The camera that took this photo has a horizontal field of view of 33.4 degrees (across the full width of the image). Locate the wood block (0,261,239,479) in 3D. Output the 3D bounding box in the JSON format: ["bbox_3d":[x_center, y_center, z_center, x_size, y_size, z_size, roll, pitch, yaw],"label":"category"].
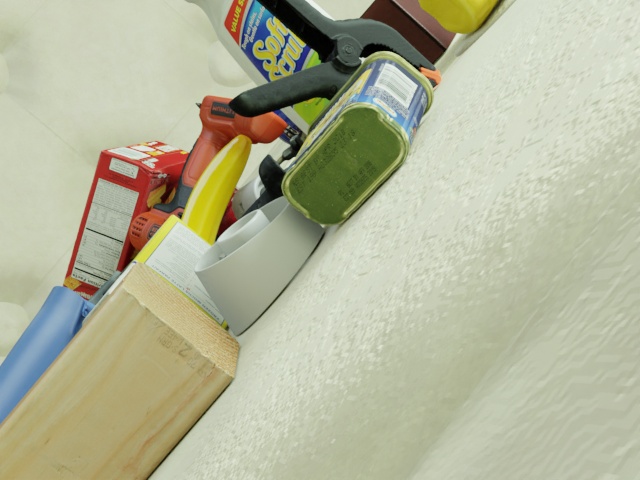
[{"bbox_3d":[-0.152,0.124,0.683,0.206,0.090,0.091,-49,8,6],"label":"wood block"}]

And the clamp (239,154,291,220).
[{"bbox_3d":[-0.012,-0.051,0.895,0.164,0.036,0.210,-36,-9,-29],"label":"clamp"}]

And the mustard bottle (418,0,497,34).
[{"bbox_3d":[0.161,-0.257,0.864,0.191,0.058,0.096,-50,6,-2],"label":"mustard bottle"}]

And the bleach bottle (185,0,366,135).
[{"bbox_3d":[-0.045,-0.186,0.987,0.103,0.251,0.068,-47,7,23],"label":"bleach bottle"}]

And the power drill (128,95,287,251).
[{"bbox_3d":[-0.108,-0.053,1.100,0.185,0.057,0.187,18,79,46],"label":"power drill"}]

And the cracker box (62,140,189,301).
[{"bbox_3d":[-0.222,-0.002,1.245,0.164,0.072,0.214,-36,-35,-75],"label":"cracker box"}]

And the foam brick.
[{"bbox_3d":[0.078,-0.193,0.975,0.051,0.078,0.053,-45,6,37],"label":"foam brick"}]

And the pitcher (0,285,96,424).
[{"bbox_3d":[-0.260,0.176,0.987,0.145,0.149,0.242,12,60,47],"label":"pitcher"}]

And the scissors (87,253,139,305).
[{"bbox_3d":[-0.211,0.044,1.104,0.202,0.016,0.096,-45,4,8],"label":"scissors"}]

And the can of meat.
[{"bbox_3d":[0.025,-0.068,0.727,0.102,0.057,0.083,-46,10,33],"label":"can of meat"}]

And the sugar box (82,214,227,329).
[{"bbox_3d":[-0.118,0.049,0.855,0.048,0.093,0.176,-48,7,23],"label":"sugar box"}]

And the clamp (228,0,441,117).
[{"bbox_3d":[0.008,-0.144,0.799,0.039,0.171,0.120,-22,70,60],"label":"clamp"}]

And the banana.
[{"bbox_3d":[-0.107,-0.007,1.015,0.070,0.037,0.198,-5,65,31],"label":"banana"}]
